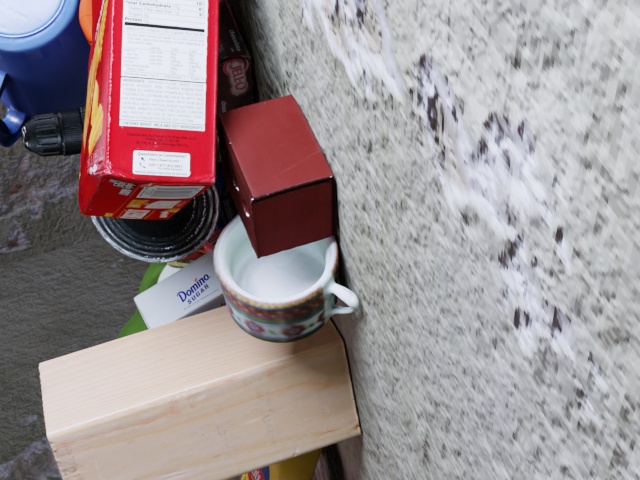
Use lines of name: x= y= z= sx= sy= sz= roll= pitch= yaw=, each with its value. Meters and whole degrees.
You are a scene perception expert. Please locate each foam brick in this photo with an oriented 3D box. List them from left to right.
foam brick: x=-0.027 y=-0.039 z=0.636 sx=0.053 sy=0.051 sz=0.078 roll=85 pitch=164 yaw=-49

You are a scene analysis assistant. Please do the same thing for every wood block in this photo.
wood block: x=-0.087 y=0.115 z=0.768 sx=0.091 sy=0.206 sz=0.090 roll=-123 pitch=19 yaw=-59

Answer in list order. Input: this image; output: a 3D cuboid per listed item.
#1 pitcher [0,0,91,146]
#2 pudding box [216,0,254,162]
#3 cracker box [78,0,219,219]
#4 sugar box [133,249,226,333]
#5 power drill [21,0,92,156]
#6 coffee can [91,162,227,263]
pitcher: x=-0.275 y=-0.189 z=1.012 sx=0.243 sy=0.145 sz=0.149 roll=132 pitch=122 yaw=-81
pudding box: x=-0.077 y=-0.127 z=0.803 sx=0.113 sy=0.039 sz=0.090 roll=92 pitch=160 yaw=-55
cracker box: x=-0.112 y=-0.128 z=0.679 sx=0.164 sy=0.072 sz=0.214 roll=161 pitch=110 yaw=-72
sugar box: x=-0.075 y=0.080 z=0.870 sx=0.048 sy=0.093 sz=0.176 roll=55 pitch=174 yaw=33
power drill: x=-0.176 y=-0.141 z=0.951 sx=0.188 sy=0.184 sz=0.057 roll=111 pitch=145 yaw=-60
coffee can: x=-0.125 y=-0.058 z=0.878 sx=0.140 sy=0.103 sz=0.103 roll=-85 pitch=-16 yaw=-64
